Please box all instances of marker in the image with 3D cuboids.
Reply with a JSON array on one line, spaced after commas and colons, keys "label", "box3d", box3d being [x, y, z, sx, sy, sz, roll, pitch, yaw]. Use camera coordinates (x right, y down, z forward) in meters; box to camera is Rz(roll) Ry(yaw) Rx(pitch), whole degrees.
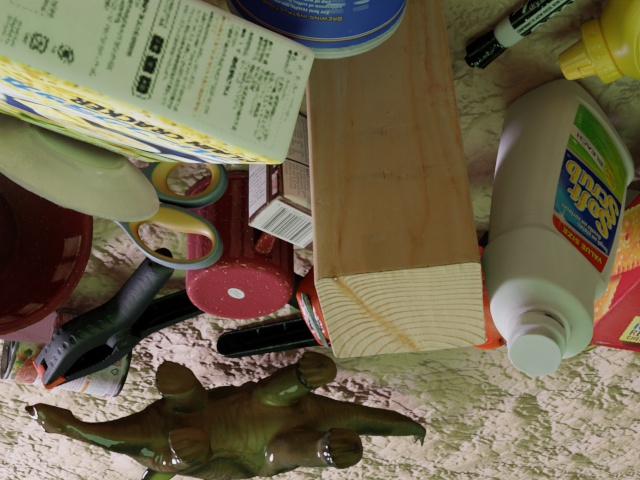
[{"label": "marker", "box3d": [0.138, -0.145, 0.667, 0.020, 0.020, 0.121, 25, 136, -33]}]

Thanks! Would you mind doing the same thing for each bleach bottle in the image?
[{"label": "bleach bottle", "box3d": [0.146, -0.003, 0.657, 0.068, 0.250, 0.102, -27, 113, 30]}]

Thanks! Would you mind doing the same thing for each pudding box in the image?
[{"label": "pudding box", "box3d": [0.003, -0.035, 0.753, 0.113, 0.090, 0.039, 25, 135, -32]}]

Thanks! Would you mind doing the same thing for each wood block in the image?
[{"label": "wood block", "box3d": [0.041, -0.044, 0.643, 0.090, 0.206, 0.091, -6, 145, 6]}]

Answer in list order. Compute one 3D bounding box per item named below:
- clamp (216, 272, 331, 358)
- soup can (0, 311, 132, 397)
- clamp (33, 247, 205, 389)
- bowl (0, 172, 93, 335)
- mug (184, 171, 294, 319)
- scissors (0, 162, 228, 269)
[{"label": "clamp", "box3d": [0.014, 0.077, 0.956, 0.209, 0.036, 0.165, 10, 150, -22]}, {"label": "soup can", "box3d": [-0.225, 0.099, 0.948, 0.102, 0.068, 0.069, 14, 142, -23]}, {"label": "clamp", "box3d": [-0.158, 0.069, 0.891, 0.172, 0.039, 0.120, -34, 149, 17]}, {"label": "bowl", "box3d": [-0.241, -0.011, 0.730, 0.161, 0.162, 0.055, 21, 158, -30]}, {"label": "mug", "box3d": [-0.055, 0.001, 0.807, 0.093, 0.081, 0.117, 16, 141, -25]}, {"label": "scissors", "box3d": [-0.154, -0.043, 0.782, 0.202, 0.096, 0.016, 24, 168, 13]}]
